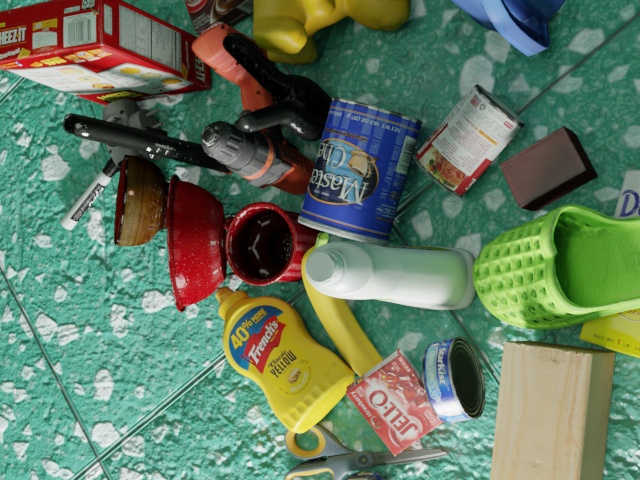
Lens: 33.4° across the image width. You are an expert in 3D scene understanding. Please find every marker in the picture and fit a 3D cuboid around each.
[{"bbox_3d":[-0.296,-0.063,1.385,0.121,0.020,0.020,-48,67,17],"label":"marker"}]

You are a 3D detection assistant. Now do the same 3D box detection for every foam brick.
[{"bbox_3d":[0.232,-0.071,1.085,0.078,0.052,0.051,-31,73,22],"label":"foam brick"}]

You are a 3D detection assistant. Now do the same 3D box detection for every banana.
[{"bbox_3d":[0.025,0.086,1.172,0.037,0.070,0.198,-28,96,-18],"label":"banana"}]

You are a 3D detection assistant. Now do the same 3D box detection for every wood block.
[{"bbox_3d":[0.224,0.206,1.046,0.090,0.090,0.206,6,89,29],"label":"wood block"}]

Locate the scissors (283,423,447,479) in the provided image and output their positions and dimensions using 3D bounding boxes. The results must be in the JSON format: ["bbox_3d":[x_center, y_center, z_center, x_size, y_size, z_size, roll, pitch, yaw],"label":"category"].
[{"bbox_3d":[0.037,0.227,1.187,0.202,0.016,0.096,-28,74,24],"label":"scissors"}]

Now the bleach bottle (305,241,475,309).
[{"bbox_3d":[0.065,0.032,1.053,0.103,0.250,0.068,2,87,28],"label":"bleach bottle"}]

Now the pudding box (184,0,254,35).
[{"bbox_3d":[-0.114,-0.312,1.296,0.114,0.039,0.090,-26,74,24],"label":"pudding box"}]

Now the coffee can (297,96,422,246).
[{"bbox_3d":[0.043,-0.074,1.157,0.103,0.102,0.140,18,94,28],"label":"coffee can"}]

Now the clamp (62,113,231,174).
[{"bbox_3d":[-0.206,-0.117,1.269,0.165,0.209,0.036,23,100,65],"label":"clamp"}]

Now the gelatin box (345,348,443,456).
[{"bbox_3d":[0.082,0.172,1.133,0.073,0.030,0.089,-36,96,7],"label":"gelatin box"}]

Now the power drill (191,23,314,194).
[{"bbox_3d":[-0.087,-0.148,1.199,0.057,0.184,0.188,-28,64,23],"label":"power drill"}]

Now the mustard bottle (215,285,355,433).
[{"bbox_3d":[-0.055,0.121,1.219,0.096,0.058,0.192,-47,66,4],"label":"mustard bottle"}]

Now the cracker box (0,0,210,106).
[{"bbox_3d":[-0.256,-0.224,1.266,0.164,0.213,0.072,-4,82,27],"label":"cracker box"}]

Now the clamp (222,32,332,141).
[{"bbox_3d":[-0.038,-0.146,1.164,0.039,0.171,0.120,-27,51,42],"label":"clamp"}]

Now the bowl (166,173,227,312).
[{"bbox_3d":[-0.140,0.002,1.239,0.055,0.162,0.162,-2,84,1],"label":"bowl"}]

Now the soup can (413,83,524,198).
[{"bbox_3d":[0.155,-0.105,1.120,0.068,0.068,0.102,47,107,23],"label":"soup can"}]

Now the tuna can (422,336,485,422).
[{"bbox_3d":[0.138,0.144,1.100,0.034,0.086,0.086,-15,79,28],"label":"tuna can"}]

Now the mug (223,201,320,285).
[{"bbox_3d":[-0.058,0.001,1.217,0.117,0.081,0.093,24,97,27],"label":"mug"}]

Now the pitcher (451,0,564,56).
[{"bbox_3d":[0.155,-0.282,1.034,0.149,0.242,0.145,29,102,28],"label":"pitcher"}]
